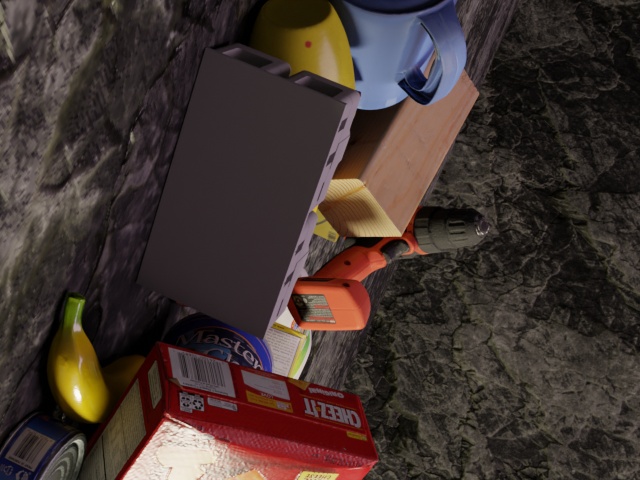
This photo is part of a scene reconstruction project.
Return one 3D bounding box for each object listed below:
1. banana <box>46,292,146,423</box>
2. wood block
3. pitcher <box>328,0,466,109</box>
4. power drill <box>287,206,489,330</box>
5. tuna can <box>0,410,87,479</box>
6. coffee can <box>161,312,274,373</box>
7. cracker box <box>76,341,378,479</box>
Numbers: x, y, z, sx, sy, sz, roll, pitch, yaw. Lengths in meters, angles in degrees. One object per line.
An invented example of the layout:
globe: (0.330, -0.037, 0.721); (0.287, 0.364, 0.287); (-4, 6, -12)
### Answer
banana: (-0.153, 0.095, 0.744); (0.069, 0.037, 0.198); (-62, 170, -15)
wood block: (0.075, -0.111, 1.135); (0.090, 0.091, 0.206); (51, 57, -33)
pitcher: (0.055, -0.193, 0.909); (0.243, 0.145, 0.149); (96, 9, -76)
power drill: (0.064, 0.023, 1.119); (0.187, 0.185, 0.057); (-38, 112, -40)
tuna can: (-0.189, 0.158, 0.700); (0.086, 0.034, 0.086); (24, 89, -81)
coffee can: (-0.096, 0.133, 0.873); (0.140, 0.103, 0.103); (-79, -172, -68)
cracker box: (-0.086, 0.184, 0.757); (0.214, 0.164, 0.072); (-55, -148, 27)
